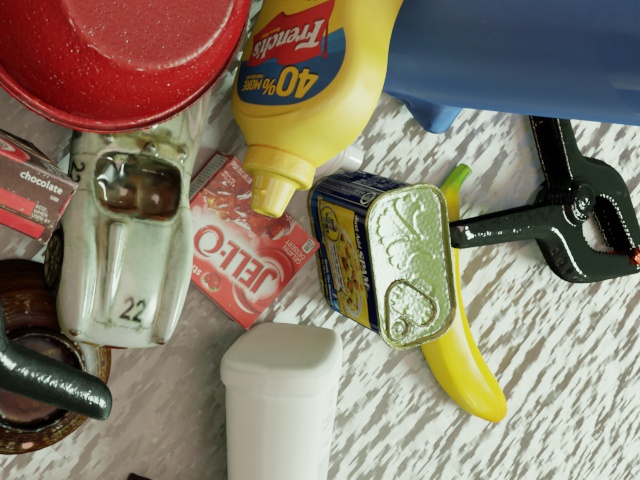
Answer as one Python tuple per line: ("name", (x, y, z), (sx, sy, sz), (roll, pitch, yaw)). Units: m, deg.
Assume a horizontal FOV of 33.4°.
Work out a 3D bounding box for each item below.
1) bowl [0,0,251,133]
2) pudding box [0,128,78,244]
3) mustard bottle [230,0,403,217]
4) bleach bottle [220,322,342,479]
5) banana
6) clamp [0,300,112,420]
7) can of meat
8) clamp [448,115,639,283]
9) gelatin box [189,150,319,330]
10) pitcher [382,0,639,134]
("bowl", (-0.093, -0.130, 0.521), (0.161, 0.055, 0.162), (-7, 105, -30))
("pudding box", (-0.181, -0.043, 0.537), (0.089, 0.114, 0.039), (27, 90, -30))
("mustard bottle", (-0.004, -0.106, 0.611), (0.058, 0.096, 0.191), (25, 79, -49))
("bleach bottle", (-0.027, 0.185, 0.682), (0.068, 0.102, 0.251), (5, 102, 10))
("banana", (0.095, 0.049, 0.751), (0.069, 0.037, 0.198), (-17, 109, -23))
("clamp", (-0.190, 0.067, 0.518), (0.120, 0.039, 0.171), (-41, 128, -12))
("can of meat", (0.037, 0.009, 0.683), (0.057, 0.084, 0.102), (-16, 109, -25))
("clamp", (0.168, -0.022, 0.764), (0.209, 0.036, 0.164), (43, 68, -33))
("gelatin box", (-0.054, 0.001, 0.663), (0.073, 0.030, 0.089), (-49, 118, -10))
("pitcher", (0.134, -0.141, 0.608), (0.145, 0.243, 0.149), (-48, 124, -14))
